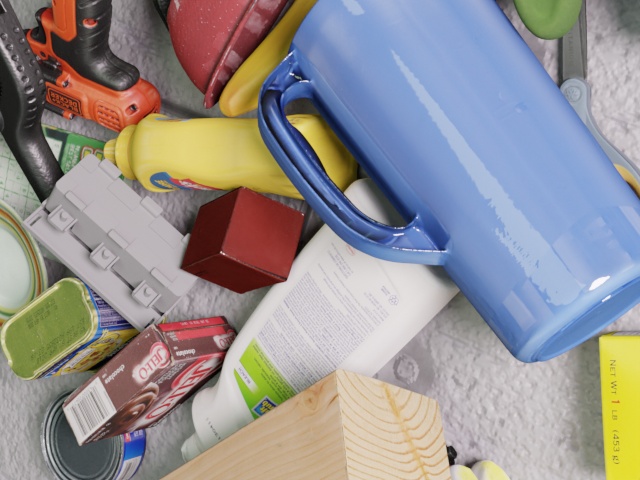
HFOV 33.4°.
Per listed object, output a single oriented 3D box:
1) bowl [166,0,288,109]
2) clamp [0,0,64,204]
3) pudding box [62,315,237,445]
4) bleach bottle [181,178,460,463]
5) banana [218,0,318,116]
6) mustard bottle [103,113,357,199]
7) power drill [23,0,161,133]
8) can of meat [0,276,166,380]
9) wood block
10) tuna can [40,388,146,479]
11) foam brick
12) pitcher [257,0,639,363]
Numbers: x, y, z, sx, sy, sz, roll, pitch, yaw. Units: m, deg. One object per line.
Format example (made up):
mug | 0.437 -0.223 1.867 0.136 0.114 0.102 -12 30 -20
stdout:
bowl | -0.055 -0.169 0.706 0.055 0.162 0.162 32 108 -3
clamp | -0.253 -0.104 0.829 0.165 0.036 0.210 25 136 29
pudding box | -0.124 0.103 0.795 0.114 0.089 0.039 -39 71 25
bleach bottle | -0.018 0.076 0.752 0.251 0.068 0.103 -45 71 24
banana | -0.002 -0.165 0.711 0.037 0.069 0.198 38 103 34
mustard bottle | -0.076 -0.061 0.760 0.192 0.096 0.058 5 91 29
power drill | -0.207 -0.177 0.800 0.184 0.057 0.188 24 145 17
can of meat | -0.186 0.067 0.832 0.102 0.083 0.057 -34 75 25
wood block | -0.019 0.174 0.700 0.206 0.090 0.091 -37 45 37
tuna can | -0.183 0.160 0.861 0.086 0.033 0.086 1 91 29
foam brick | -0.055 0.001 0.740 0.078 0.053 0.051 -17 52 60
pitcher | 0.085 -0.047 0.635 0.149 0.144 0.243 -43 68 25
